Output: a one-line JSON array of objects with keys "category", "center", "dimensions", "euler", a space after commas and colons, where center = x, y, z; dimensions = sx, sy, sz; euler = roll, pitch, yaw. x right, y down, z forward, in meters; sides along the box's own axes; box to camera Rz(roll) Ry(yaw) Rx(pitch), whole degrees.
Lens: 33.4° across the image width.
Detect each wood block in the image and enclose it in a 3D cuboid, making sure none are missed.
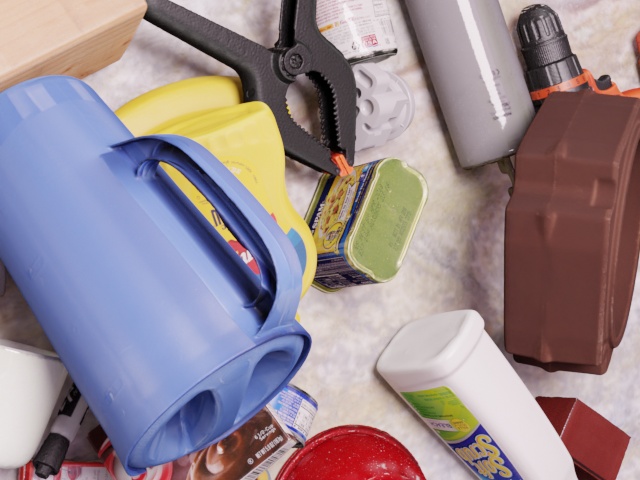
[{"category": "wood block", "center": [-0.228, -0.127, 0.690], "dimensions": [0.205, 0.090, 0.091], "euler": [-34, 90, -28]}]

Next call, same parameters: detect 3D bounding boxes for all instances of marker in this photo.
[{"category": "marker", "center": [-0.165, 0.108, 0.730], "dimensions": [0.020, 0.020, 0.121], "euler": [38, 50, -22]}]

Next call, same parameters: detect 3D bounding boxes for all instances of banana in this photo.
[{"category": "banana", "center": [-0.096, -0.087, 0.800], "dimensions": [0.197, 0.037, 0.069], "euler": [-10, 90, -31]}]

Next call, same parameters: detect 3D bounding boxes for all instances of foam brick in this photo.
[{"category": "foam brick", "center": [0.225, 0.179, 0.950], "dimensions": [0.078, 0.053, 0.051], "euler": [35, 68, -23]}]

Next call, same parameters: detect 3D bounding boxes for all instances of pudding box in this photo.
[{"category": "pudding box", "center": [-0.086, 0.134, 0.712], "dimensions": [0.113, 0.039, 0.090], "euler": [-37, 71, -5]}]

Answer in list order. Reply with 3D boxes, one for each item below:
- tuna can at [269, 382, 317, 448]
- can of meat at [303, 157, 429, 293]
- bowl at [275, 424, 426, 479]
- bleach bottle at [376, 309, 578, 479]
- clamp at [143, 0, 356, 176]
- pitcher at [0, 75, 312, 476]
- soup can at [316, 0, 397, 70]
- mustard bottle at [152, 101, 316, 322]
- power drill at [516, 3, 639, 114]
[{"category": "tuna can", "center": [-0.046, 0.120, 0.779], "dimensions": [0.086, 0.086, 0.033], "euler": [31, 68, -24]}, {"category": "can of meat", "center": [0.031, -0.013, 0.839], "dimensions": [0.057, 0.084, 0.102], "euler": [30, 70, -24]}, {"category": "bowl", "center": [0.038, 0.226, 0.834], "dimensions": [0.161, 0.055, 0.162], "euler": [4, 82, -30]}, {"category": "bleach bottle", "center": [0.159, 0.170, 0.882], "dimensions": [0.250, 0.103, 0.068], "euler": [49, 59, -15]}, {"category": "clamp", "center": [-0.023, -0.144, 0.798], "dimensions": [0.164, 0.036, 0.210], "euler": [-43, 118, -16]}, {"category": "pitcher", "center": [-0.120, 0.007, 0.659], "dimensions": [0.149, 0.145, 0.243], "euler": [-36, 71, -11]}, {"category": "soup can", "center": [0.018, -0.191, 0.860], "dimensions": [0.068, 0.069, 0.102], "euler": [-18, 94, -31]}, {"category": "mustard bottle", "center": [-0.055, 0.001, 0.786], "dimensions": [0.096, 0.058, 0.191], "euler": [-19, 113, -3]}, {"category": "power drill", "center": [0.276, -0.153, 1.015], "dimensions": [0.187, 0.057, 0.184], "euler": [-24, 101, -27]}]
